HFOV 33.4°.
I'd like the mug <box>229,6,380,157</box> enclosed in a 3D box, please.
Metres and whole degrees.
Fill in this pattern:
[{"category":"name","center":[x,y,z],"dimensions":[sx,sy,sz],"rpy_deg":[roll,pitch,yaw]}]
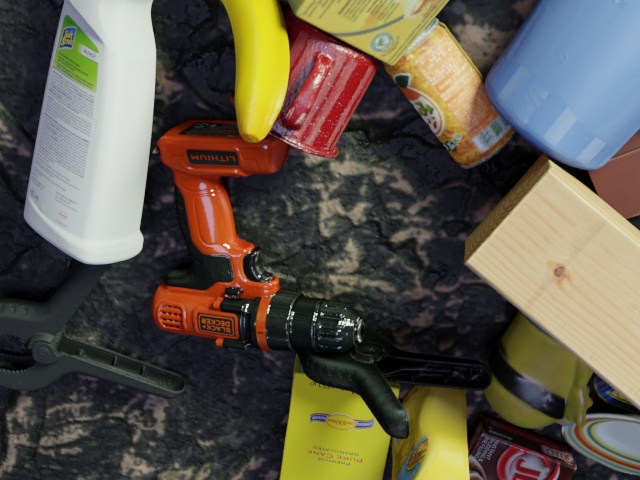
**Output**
[{"category":"mug","center":[-0.009,-0.116,0.781],"dimensions":[0.093,0.117,0.082],"rpy_deg":[28,109,-5]}]

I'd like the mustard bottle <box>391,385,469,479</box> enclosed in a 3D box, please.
[{"category":"mustard bottle","center":[0.088,0.195,0.863],"dimensions":[0.058,0.191,0.096],"rpy_deg":[21,114,-4]}]

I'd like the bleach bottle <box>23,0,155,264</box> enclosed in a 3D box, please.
[{"category":"bleach bottle","center":[-0.164,-0.114,0.812],"dimensions":[0.103,0.067,0.251],"rpy_deg":[30,117,31]}]

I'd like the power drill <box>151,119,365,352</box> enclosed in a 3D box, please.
[{"category":"power drill","center":[-0.056,0.001,0.852],"dimensions":[0.185,0.057,0.188],"rpy_deg":[5,113,18]}]

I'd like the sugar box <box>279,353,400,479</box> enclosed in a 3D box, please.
[{"category":"sugar box","center":[0.013,0.188,0.949],"dimensions":[0.093,0.048,0.176],"rpy_deg":[8,113,2]}]

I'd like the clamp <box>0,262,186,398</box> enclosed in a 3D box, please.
[{"category":"clamp","center":[-0.234,0.077,0.927],"dimensions":[0.210,0.036,0.164],"rpy_deg":[-5,121,11]}]

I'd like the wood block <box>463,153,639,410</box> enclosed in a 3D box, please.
[{"category":"wood block","center":[0.210,0.041,0.756],"dimensions":[0.206,0.090,0.091],"rpy_deg":[40,104,0]}]

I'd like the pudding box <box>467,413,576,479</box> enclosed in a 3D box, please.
[{"category":"pudding box","center":[0.161,0.219,0.950],"dimensions":[0.090,0.039,0.114],"rpy_deg":[21,115,-3]}]

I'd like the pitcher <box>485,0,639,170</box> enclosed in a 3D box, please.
[{"category":"pitcher","center":[0.216,-0.177,0.731],"dimensions":[0.144,0.149,0.243],"rpy_deg":[25,118,-22]}]

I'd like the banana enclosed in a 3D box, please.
[{"category":"banana","center":[-0.059,-0.155,0.758],"dimensions":[0.070,0.198,0.037],"rpy_deg":[-38,147,15]}]

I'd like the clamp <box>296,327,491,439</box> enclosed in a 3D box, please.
[{"category":"clamp","center":[0.038,0.108,0.864],"dimensions":[0.172,0.120,0.039],"rpy_deg":[13,109,32]}]
